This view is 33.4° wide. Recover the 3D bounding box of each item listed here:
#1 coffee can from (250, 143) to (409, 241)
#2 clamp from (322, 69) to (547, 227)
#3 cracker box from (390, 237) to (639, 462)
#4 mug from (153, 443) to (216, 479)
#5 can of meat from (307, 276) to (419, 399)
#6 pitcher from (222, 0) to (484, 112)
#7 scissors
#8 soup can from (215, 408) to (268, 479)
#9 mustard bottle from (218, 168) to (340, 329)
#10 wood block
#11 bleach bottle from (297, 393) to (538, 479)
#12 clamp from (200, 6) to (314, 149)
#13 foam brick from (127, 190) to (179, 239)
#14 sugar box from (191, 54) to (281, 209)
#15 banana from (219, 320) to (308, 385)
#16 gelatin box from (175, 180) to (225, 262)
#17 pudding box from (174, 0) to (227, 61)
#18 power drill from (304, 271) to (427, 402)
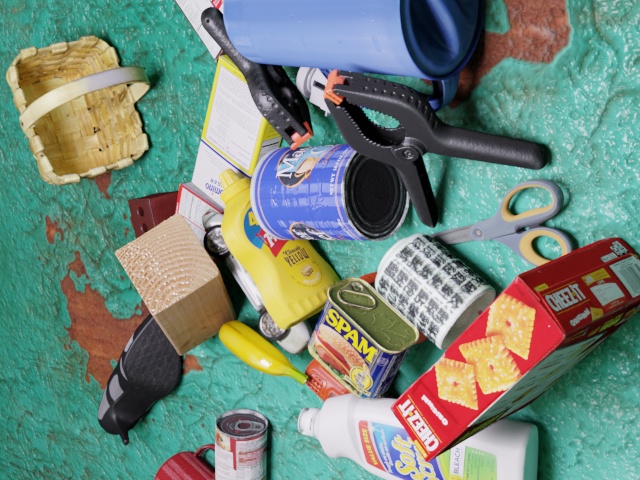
[{"bbox_3d":[0.009,-0.051,1.130,0.141,0.102,0.103,1,105,45],"label":"coffee can"},{"bbox_3d":[0.084,-0.088,1.011,0.209,0.036,0.165,27,143,-18],"label":"clamp"},{"bbox_3d":[0.182,0.096,0.962,0.072,0.163,0.214,55,135,19],"label":"cracker box"},{"bbox_3d":[-0.172,0.335,1.474,0.082,0.093,0.117,33,95,39],"label":"mug"},{"bbox_3d":[0.041,0.103,1.103,0.102,0.057,0.084,42,133,23],"label":"can of meat"},{"bbox_3d":[0.026,-0.213,1.027,0.243,0.144,0.149,9,80,41],"label":"pitcher"},{"bbox_3d":[0.173,0.005,1.047,0.096,0.016,0.202,59,142,5],"label":"scissors"},{"bbox_3d":[-0.103,0.281,1.389,0.069,0.068,0.102,22,119,39],"label":"soup can"},{"bbox_3d":[-0.058,0.001,1.210,0.191,0.096,0.058,56,137,7],"label":"mustard bottle"},{"bbox_3d":[-0.169,0.058,1.287,0.091,0.090,0.206,55,171,17],"label":"wood block"},{"bbox_3d":[0.095,0.217,1.109,0.251,0.068,0.102,7,111,24],"label":"bleach bottle"},{"bbox_3d":[-0.054,-0.177,1.149,0.039,0.120,0.171,-34,84,32],"label":"clamp"},{"bbox_3d":[-0.212,-0.022,1.405,0.053,0.051,0.078,-2,103,46],"label":"foam brick"},{"bbox_3d":[-0.093,-0.121,1.253,0.093,0.048,0.176,39,132,27],"label":"sugar box"},{"bbox_3d":[-0.086,0.129,1.284,0.069,0.037,0.198,48,169,-28],"label":"banana"},{"bbox_3d":[-0.146,-0.024,1.353,0.089,0.030,0.073,32,124,34],"label":"gelatin box"},{"bbox_3d":[-0.118,-0.277,1.228,0.113,0.039,0.090,58,136,17],"label":"pudding box"},{"bbox_3d":[0.070,0.142,1.170,0.185,0.057,0.188,37,127,27],"label":"power drill"}]
